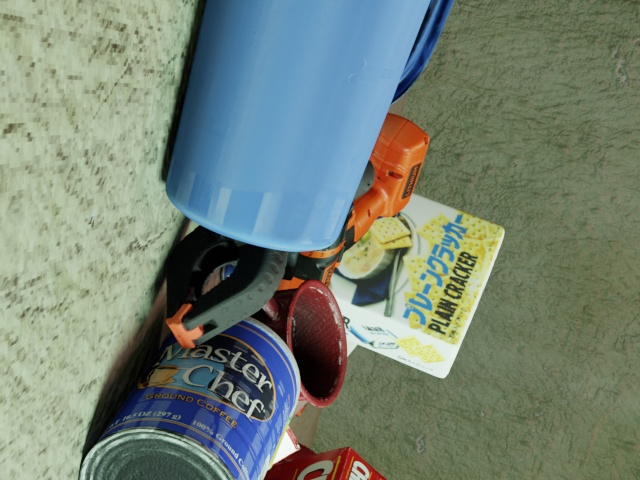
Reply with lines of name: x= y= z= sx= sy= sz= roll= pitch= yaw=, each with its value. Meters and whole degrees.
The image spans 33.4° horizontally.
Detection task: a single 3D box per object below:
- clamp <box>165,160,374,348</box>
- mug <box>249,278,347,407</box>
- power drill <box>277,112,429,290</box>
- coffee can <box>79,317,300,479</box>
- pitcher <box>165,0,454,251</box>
clamp: x=-0.039 y=-0.003 z=0.698 sx=0.039 sy=0.120 sz=0.171 roll=58 pitch=45 yaw=-45
mug: x=-0.041 y=0.072 z=0.782 sx=0.117 sy=0.082 sz=0.093 roll=53 pitch=38 yaw=-44
power drill: x=0.026 y=-0.036 z=0.941 sx=0.187 sy=0.057 sz=0.185 roll=-46 pitch=163 yaw=-41
coffee can: x=-0.078 y=0.122 z=0.682 sx=0.140 sy=0.103 sz=0.103 roll=-63 pitch=168 yaw=-61
pitcher: x=0.001 y=-0.121 z=0.617 sx=0.145 sy=0.149 sz=0.243 roll=-85 pitch=-168 yaw=-76
